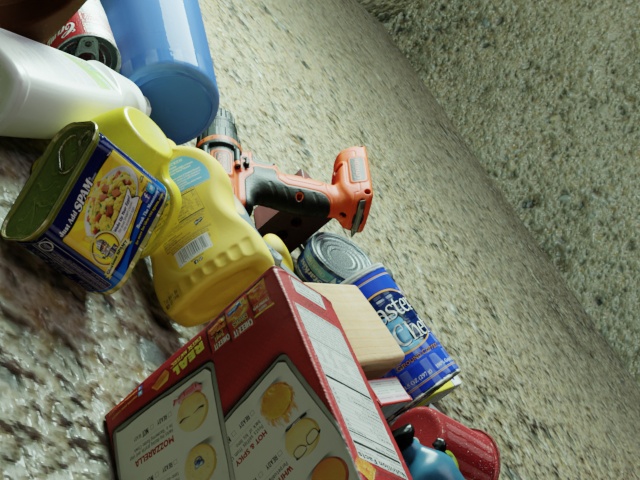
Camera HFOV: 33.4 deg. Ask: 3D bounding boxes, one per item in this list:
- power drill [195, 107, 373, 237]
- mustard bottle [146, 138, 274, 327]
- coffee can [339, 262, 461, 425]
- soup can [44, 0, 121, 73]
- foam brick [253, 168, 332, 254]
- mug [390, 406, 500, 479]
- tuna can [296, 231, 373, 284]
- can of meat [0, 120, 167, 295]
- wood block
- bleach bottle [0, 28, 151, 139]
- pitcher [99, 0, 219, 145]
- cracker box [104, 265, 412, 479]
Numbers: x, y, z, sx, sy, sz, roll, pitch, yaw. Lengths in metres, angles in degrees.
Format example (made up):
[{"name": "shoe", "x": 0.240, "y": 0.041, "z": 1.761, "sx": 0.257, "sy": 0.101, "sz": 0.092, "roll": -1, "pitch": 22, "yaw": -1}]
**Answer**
[{"name": "power drill", "x": -0.043, "y": -0.074, "z": 1.146, "sx": 0.187, "sy": 0.057, "sz": 0.184, "roll": 4, "pitch": 43, "yaw": -10}, {"name": "mustard bottle", "x": -0.117, "y": -0.024, "z": 0.909, "sx": 0.192, "sy": 0.096, "sz": 0.058, "roll": 60, "pitch": 8, "yaw": 35}, {"name": "coffee can", "x": 0.063, "y": 0.109, "z": 1.106, "sx": 0.140, "sy": 0.103, "sz": 0.102, "roll": 54, "pitch": 16, "yaw": 12}, {"name": "soup can", "x": -0.240, "y": -0.200, "z": 1.047, "sx": 0.068, "sy": 0.068, "sz": 0.102, "roll": 34, "pitch": 22, "yaw": -45}, {"name": "foam brick", "x": -0.030, "y": -0.031, "z": 1.219, "sx": 0.053, "sy": 0.078, "sz": 0.051, "roll": 42, "pitch": 16, "yaw": -26}, {"name": "mug", "x": 0.111, "y": 0.223, "z": 1.032, "sx": 0.081, "sy": 0.093, "sz": 0.117, "roll": 33, "pitch": 57, "yaw": -34}, {"name": "tuna can", "x": 0.018, "y": 0.030, "z": 1.200, "sx": 0.086, "sy": 0.034, "sz": 0.086, "roll": 25, "pitch": 30, "yaw": -16}, {"name": "can of meat", "x": -0.169, "y": -0.022, "z": 0.781, "sx": 0.058, "sy": 0.102, "sz": 0.083, "roll": 2, "pitch": -30, "yaw": 46}, {"name": "wood block", "x": -0.013, "y": 0.098, "z": 0.943, "sx": 0.090, "sy": 0.091, "sz": 0.205, "roll": 55, "pitch": 16, "yaw": 16}, {"name": "bleach bottle", "x": -0.218, "y": -0.123, "z": 0.909, "sx": 0.103, "sy": 0.068, "sz": 0.250, "roll": 45, "pitch": 15, "yaw": 17}, {"name": "pitcher", "x": -0.179, "y": -0.205, "z": 1.144, "sx": 0.149, "sy": 0.145, "sz": 0.243, "roll": 20, "pitch": 34, "yaw": -35}, {"name": "cracker box", "x": -0.035, "y": 0.148, "z": 0.633, "sx": 0.072, "sy": 0.164, "sz": 0.214, "roll": 32, "pitch": 23, "yaw": -43}]
